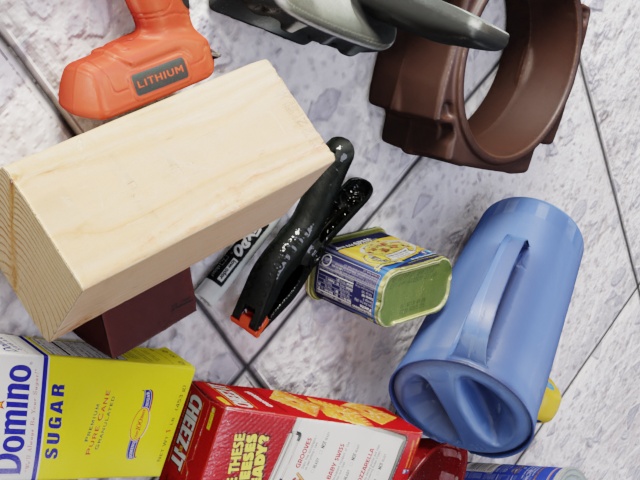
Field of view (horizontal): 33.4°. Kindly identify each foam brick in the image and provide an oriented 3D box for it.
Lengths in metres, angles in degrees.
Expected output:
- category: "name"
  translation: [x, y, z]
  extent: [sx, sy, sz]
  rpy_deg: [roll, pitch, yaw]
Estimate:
- category: "foam brick"
  translation: [-0.134, 0.037, 0.748]
  extent: [0.078, 0.051, 0.053]
  rpy_deg: [-30, 128, -36]

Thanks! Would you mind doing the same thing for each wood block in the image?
- category: "wood block"
  translation: [-0.104, -0.031, 0.696]
  extent: [0.205, 0.090, 0.091]
  rpy_deg: [-30, 172, -36]

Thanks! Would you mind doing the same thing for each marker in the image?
- category: "marker"
  translation: [-0.056, 0.001, 0.843]
  extent: [0.121, 0.020, 0.020]
  rpy_deg: [-52, 138, -17]

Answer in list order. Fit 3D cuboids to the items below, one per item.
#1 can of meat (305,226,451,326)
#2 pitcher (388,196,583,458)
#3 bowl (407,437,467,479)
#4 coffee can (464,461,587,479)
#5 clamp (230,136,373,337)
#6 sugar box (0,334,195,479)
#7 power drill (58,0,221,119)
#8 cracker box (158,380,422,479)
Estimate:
- category: "can of meat"
  translation: [0.053, 0.031, 0.927]
  extent: [0.101, 0.084, 0.057]
  rpy_deg: [-13, 117, -44]
- category: "pitcher"
  translation: [0.167, 0.065, 0.994]
  extent: [0.145, 0.149, 0.242]
  rpy_deg: [45, 49, -18]
- category: "bowl"
  translation: [0.079, 0.254, 1.044]
  extent: [0.161, 0.055, 0.162]
  rpy_deg: [-36, 139, -39]
- category: "coffee can"
  translation: [0.209, 0.294, 1.156]
  extent: [0.102, 0.141, 0.103]
  rpy_deg: [9, 79, -51]
- category: "clamp"
  translation: [-0.015, -0.004, 0.852]
  extent: [0.171, 0.039, 0.120]
  rpy_deg: [-56, 157, -15]
- category: "sugar box"
  translation: [-0.176, 0.118, 0.745]
  extent: [0.175, 0.048, 0.093]
  rpy_deg: [10, 100, -51]
- category: "power drill"
  translation: [-0.135, -0.173, 0.645]
  extent: [0.184, 0.057, 0.188]
  rpy_deg: [-28, 127, -37]
- category: "cracker box"
  translation: [-0.032, 0.214, 0.901]
  extent: [0.213, 0.072, 0.164]
  rpy_deg: [15, 95, -37]
